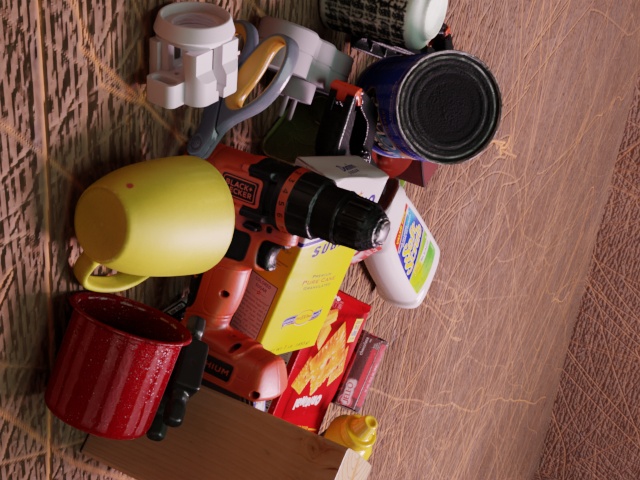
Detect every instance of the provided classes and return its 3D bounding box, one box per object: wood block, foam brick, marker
[{"bbox_3d":[-0.076,0.178,0.872,0.091,0.206,0.090,-66,158,-13],"label":"wood block"},{"bbox_3d":[0.093,-0.104,1.212,0.053,0.078,0.051,-57,155,-25],"label":"foam brick"},{"bbox_3d":[-0.140,0.074,0.884,0.120,0.020,0.020,-34,139,-57],"label":"marker"}]

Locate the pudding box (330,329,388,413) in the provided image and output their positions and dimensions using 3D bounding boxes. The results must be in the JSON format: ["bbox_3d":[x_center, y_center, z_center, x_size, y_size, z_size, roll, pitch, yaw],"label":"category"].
[{"bbox_3d":[0.030,0.150,1.254,0.090,0.039,0.114,-66,-166,-10],"label":"pudding box"}]

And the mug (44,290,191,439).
[{"bbox_3d":[-0.148,0.092,0.791,0.081,0.093,0.117,-69,167,8],"label":"mug"}]

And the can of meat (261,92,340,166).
[{"bbox_3d":[-0.009,-0.082,1.014,0.102,0.057,0.084,-56,156,-33],"label":"can of meat"}]

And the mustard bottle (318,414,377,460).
[{"bbox_3d":[0.008,0.252,1.226,0.192,0.058,0.096,-50,180,41],"label":"mustard bottle"}]

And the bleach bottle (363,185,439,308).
[{"bbox_3d":[0.083,-0.002,1.298,0.102,0.068,0.250,-66,156,-12],"label":"bleach bottle"}]

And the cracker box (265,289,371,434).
[{"bbox_3d":[-0.032,0.145,1.131,0.213,0.072,0.164,-68,158,-4],"label":"cracker box"}]

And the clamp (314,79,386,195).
[{"bbox_3d":[0.029,-0.076,0.974,0.120,0.039,0.171,-50,154,-47],"label":"clamp"}]

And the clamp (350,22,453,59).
[{"bbox_3d":[0.114,-0.181,1.161,0.164,0.036,0.209,58,31,-10],"label":"clamp"}]

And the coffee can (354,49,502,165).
[{"bbox_3d":[0.096,-0.126,1.008,0.140,0.102,0.103,-154,-97,-73],"label":"coffee can"}]

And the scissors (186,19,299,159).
[{"bbox_3d":[-0.095,-0.091,0.831,0.202,0.096,0.016,-45,141,17],"label":"scissors"}]

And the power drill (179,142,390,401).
[{"bbox_3d":[-0.044,0.028,0.848,0.057,0.185,0.188,-10,118,-59],"label":"power drill"}]

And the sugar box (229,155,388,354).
[{"bbox_3d":[-0.012,0.014,0.913,0.093,0.048,0.176,-9,130,-54],"label":"sugar box"}]
